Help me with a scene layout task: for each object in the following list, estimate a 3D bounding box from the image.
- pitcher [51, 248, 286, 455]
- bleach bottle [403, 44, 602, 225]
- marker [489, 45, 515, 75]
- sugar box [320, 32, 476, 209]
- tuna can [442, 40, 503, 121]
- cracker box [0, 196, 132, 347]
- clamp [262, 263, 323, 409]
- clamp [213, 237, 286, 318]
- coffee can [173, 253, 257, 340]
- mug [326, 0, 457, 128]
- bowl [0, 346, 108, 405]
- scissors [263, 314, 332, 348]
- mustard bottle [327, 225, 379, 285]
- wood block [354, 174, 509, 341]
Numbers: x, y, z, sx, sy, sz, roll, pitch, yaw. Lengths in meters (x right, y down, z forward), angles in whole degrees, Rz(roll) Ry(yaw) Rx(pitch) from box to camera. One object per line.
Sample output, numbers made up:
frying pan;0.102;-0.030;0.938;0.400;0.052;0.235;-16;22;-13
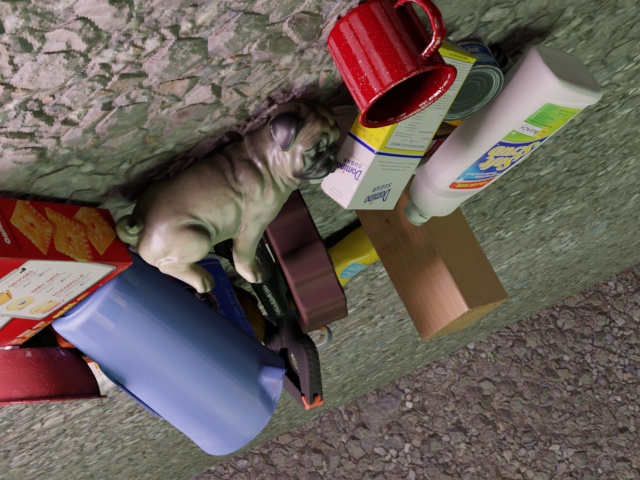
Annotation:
pitcher;-0.167;0.115;1.125;0.149;0.145;0.242;-48;120;-1
bleach bottle;0.186;-0.103;1.178;0.102;0.068;0.251;4;140;-44
marker;0.208;-0.182;1.155;0.020;0.020;0.121;-33;152;21
sugar box;0.074;-0.113;1.026;0.093;0.048;0.176;-1;127;-56
tuna can;0.142;-0.161;1.089;0.086;0.034;0.086;-18;150;-11
cracker box;-0.298;0.031;0.945;0.164;0.072;0.213;-34;162;21
clamp;-0.047;0.124;1.437;0.036;0.210;0.165;-13;152;-38
clamp;-0.075;0.028;1.188;0.039;0.120;0.171;-44;176;-12
coffee can;-0.142;0.101;1.299;0.102;0.140;0.103;-25;164;-8
mug;0.063;-0.160;0.904;0.093;0.081;0.117;-16;161;-36
bowl;-0.297;0.137;1.077;0.162;0.055;0.162;-3;173;-1
scissors;-0.066;0.101;1.540;0.016;0.202;0.096;38;70;-59
mustard bottle;0.054;0.014;1.502;0.192;0.058;0.096;-34;169;24
wood block;0.135;0.010;1.344;0.090;0.206;0.090;-12;158;-44
